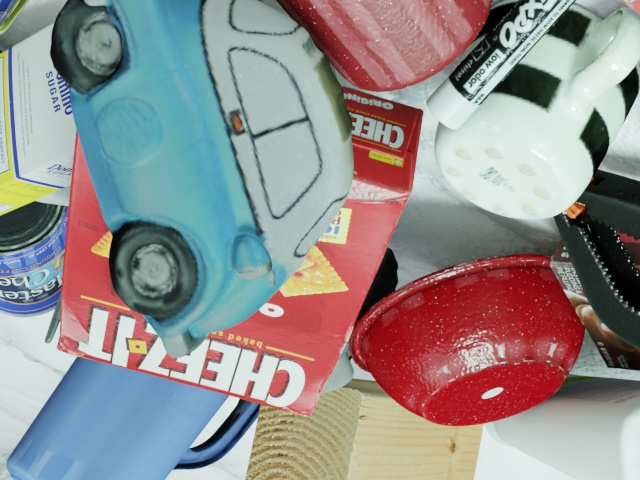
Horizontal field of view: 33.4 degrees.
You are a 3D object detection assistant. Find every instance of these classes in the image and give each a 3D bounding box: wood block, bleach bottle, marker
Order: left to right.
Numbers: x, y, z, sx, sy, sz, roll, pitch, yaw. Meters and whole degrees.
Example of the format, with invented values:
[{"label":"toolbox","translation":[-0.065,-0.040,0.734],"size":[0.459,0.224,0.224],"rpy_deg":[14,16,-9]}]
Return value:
[{"label":"wood block","translation":[0.043,0.161,0.852],"size":[0.090,0.091,0.205],"rpy_deg":[8,175,35]},{"label":"marker","translation":[0.089,-0.095,0.440],"size":[0.020,0.020,0.121],"rpy_deg":[35,118,-14]},{"label":"bleach bottle","translation":[0.184,0.122,0.725],"size":[0.102,0.068,0.251],"rpy_deg":[-5,180,-14]}]

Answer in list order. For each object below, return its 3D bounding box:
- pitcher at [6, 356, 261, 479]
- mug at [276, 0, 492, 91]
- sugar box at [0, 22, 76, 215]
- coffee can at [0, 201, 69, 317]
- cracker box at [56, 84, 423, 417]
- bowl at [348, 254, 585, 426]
[{"label":"pitcher","translation":[-0.134,0.123,0.877],"size":[0.149,0.242,0.145],"rpy_deg":[30,158,11]},{"label":"mug","translation":[0.032,-0.124,0.452],"size":[0.117,0.093,0.081],"rpy_deg":[-29,133,18]},{"label":"sugar box","translation":[-0.200,-0.072,0.697],"size":[0.176,0.093,0.048],"rpy_deg":[-16,163,31]},{"label":"coffee can","translation":[-0.266,-0.005,0.937],"size":[0.103,0.102,0.140],"rpy_deg":[26,154,6]},{"label":"cracker box","translation":[-0.054,0.001,0.586],"size":[0.164,0.072,0.214],"rpy_deg":[16,138,-4]},{"label":"bowl","translation":[0.102,0.073,0.673],"size":[0.162,0.055,0.162],"rpy_deg":[-9,148,-6]}]
